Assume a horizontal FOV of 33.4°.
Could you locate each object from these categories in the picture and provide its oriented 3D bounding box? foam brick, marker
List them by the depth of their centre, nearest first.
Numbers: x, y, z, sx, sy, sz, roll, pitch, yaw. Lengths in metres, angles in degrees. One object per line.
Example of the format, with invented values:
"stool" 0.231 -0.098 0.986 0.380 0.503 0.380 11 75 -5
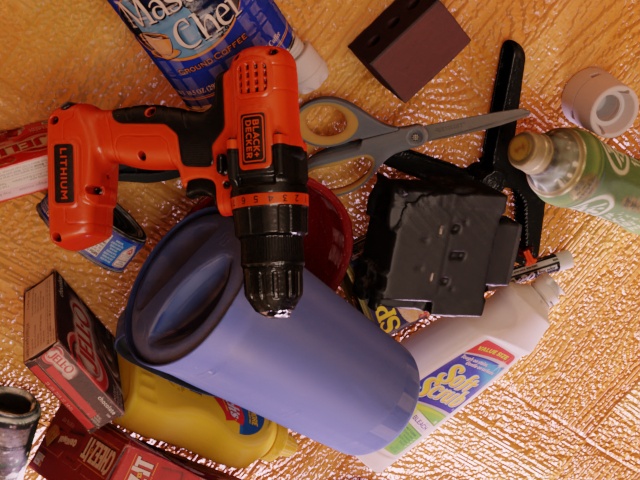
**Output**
"foam brick" 0.074 -0.163 0.881 0.078 0.053 0.051 -43 122 4
"marker" 0.190 0.034 1.043 0.121 0.020 0.020 -16 120 -12

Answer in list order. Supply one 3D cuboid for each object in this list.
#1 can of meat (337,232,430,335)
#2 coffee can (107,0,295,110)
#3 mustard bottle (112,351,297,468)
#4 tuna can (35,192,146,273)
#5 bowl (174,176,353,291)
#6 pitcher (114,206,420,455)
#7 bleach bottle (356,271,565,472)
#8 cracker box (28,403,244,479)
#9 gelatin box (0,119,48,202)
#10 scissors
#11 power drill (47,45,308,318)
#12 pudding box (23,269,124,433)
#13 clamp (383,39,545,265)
"can of meat" 0.065 0.035 0.977 0.084 0.057 0.102 -27 121 -8
"coffee can" -0.097 -0.181 0.780 0.103 0.103 0.140 -36 122 0
"mustard bottle" -0.099 0.155 0.953 0.191 0.096 0.058 29 107 -30
"tuna can" -0.180 -0.014 0.845 0.086 0.086 0.034 37 97 -31
"bowl" -0.056 0.001 0.911 0.162 0.055 0.162 -10 124 -15
"pitcher" -0.037 0.088 0.870 0.242 0.149 0.145 36 84 -38
"bleach bottle" 0.122 0.113 1.023 0.251 0.068 0.102 -39 126 5
"cracker box" -0.126 0.224 0.937 0.213 0.164 0.072 32 77 -30
"gelatin box" -0.236 -0.058 0.808 0.089 0.073 0.030 -18 120 -10
"scissors" 0.064 -0.102 0.895 0.202 0.016 0.096 -26 108 13
"power drill" -0.097 -0.035 0.745 0.188 0.057 0.184 -4 84 19
"pudding box" -0.203 0.090 0.873 0.039 0.113 0.090 -32 122 1
"clamp" 0.138 -0.056 0.968 0.164 0.036 0.210 -27 118 -4
